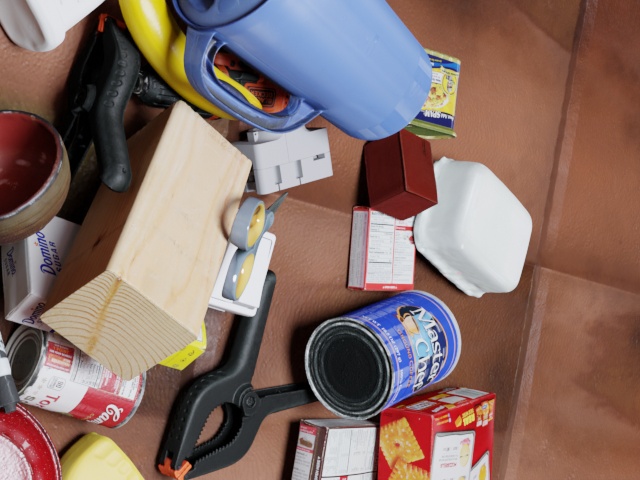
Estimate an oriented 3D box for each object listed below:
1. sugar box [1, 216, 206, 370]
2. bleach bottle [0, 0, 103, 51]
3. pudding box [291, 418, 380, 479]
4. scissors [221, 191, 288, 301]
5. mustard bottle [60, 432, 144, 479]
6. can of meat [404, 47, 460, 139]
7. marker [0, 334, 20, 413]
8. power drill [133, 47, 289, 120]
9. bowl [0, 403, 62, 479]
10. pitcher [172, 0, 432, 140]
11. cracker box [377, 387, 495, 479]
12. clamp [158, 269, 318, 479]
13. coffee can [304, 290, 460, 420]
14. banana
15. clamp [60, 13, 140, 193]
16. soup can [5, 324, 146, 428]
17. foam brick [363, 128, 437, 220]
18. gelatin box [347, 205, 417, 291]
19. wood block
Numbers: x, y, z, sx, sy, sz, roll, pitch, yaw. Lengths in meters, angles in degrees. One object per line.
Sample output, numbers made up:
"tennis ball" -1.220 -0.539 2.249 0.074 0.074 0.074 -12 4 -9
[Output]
"sugar box" -0.179 0.043 0.894 0.176 0.048 0.093 22 40 -38
"bleach bottle" -0.169 -0.264 0.887 0.250 0.068 0.102 -46 131 -32
"pudding box" 0.018 0.231 1.104 0.113 0.039 0.090 13 85 -55
"scissors" -0.056 0.001 0.936 0.201 0.016 0.096 -12 118 -84
"mustard bottle" -0.230 0.258 0.891 0.191 0.058 0.096 -43 119 -29
"can of meat" 0.101 -0.157 1.135 0.101 0.058 0.084 8 87 -42
"marker" -0.260 0.077 0.840 0.020 0.020 0.121 -11 76 -40
"power drill" -0.080 -0.201 0.962 0.184 0.057 0.188 -1 105 -44
"bowl" -0.271 0.191 0.817 0.161 0.055 0.162 7 75 -27
"pitcher" -0.009 -0.172 0.911 0.242 0.149 0.145 34 36 -49
"cracker box" 0.125 0.278 1.171 0.163 0.072 0.214 -3 97 -58
"clamp" -0.071 0.155 1.032 0.209 0.036 0.164 -53 126 -26
"coffee can" 0.065 0.113 1.080 0.140 0.103 0.103 -15 105 -54
"banana" -0.115 -0.165 0.885 0.069 0.037 0.197 -42 122 -18
"clamp" -0.177 -0.104 0.863 0.039 0.120 0.171 23 76 -47
"soup can" -0.206 0.112 0.890 0.102 0.069 0.068 26 77 -39
"foam brick" 0.084 -0.069 1.113 0.052 0.051 0.078 21 54 -40
"gelatin box" 0.066 0.009 1.139 0.073 0.030 0.089 3 90 -41
"wood block" -0.134 -0.005 0.858 0.090 0.091 0.206 41 38 -24
